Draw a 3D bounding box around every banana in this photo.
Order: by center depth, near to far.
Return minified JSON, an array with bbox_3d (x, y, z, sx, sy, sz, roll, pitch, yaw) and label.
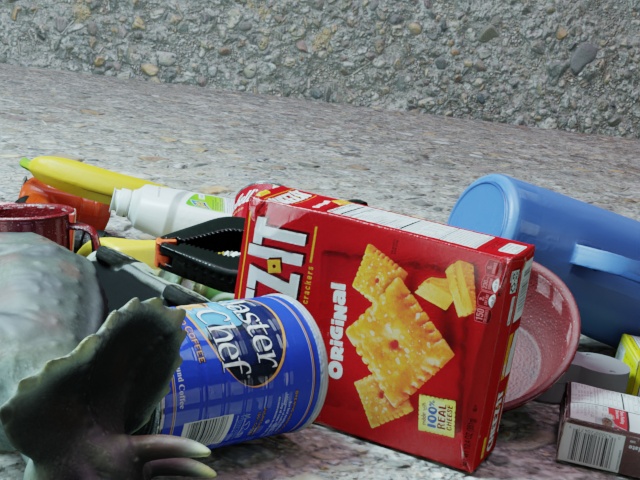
[{"bbox_3d":[-0.242,-0.064,1.207,0.197,0.037,0.069,16,16,-13],"label":"banana"}]

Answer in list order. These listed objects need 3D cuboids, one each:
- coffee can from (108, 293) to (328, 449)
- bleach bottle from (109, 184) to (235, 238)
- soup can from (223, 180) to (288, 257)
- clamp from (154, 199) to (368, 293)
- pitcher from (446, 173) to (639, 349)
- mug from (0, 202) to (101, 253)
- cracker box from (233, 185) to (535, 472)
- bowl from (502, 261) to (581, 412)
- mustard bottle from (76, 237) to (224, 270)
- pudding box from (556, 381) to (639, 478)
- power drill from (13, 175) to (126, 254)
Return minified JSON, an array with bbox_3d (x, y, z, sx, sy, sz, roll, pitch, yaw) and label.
[{"bbox_3d":[-0.080,0.094,0.739,0.140,0.103,0.103,-4,18,-41],"label":"coffee can"},{"bbox_3d":[-0.108,-0.018,1.188,0.250,0.068,0.102,14,13,-11],"label":"bleach bottle"},{"bbox_3d":[-0.057,0.001,1.031,0.068,0.068,0.102,8,47,-1],"label":"soup can"},{"bbox_3d":[-0.036,0.018,0.925,0.209,0.036,0.165,-3,35,-16],"label":"clamp"},{"bbox_3d":[0.248,0.022,1.028,0.242,0.149,0.145,19,42,-26],"label":"pitcher"},{"bbox_3d":[-0.261,0.012,0.984,0.117,0.081,0.093,-1,10,-4],"label":"mug"},{"bbox_3d":[0.039,0.062,0.811,0.214,0.164,0.072,14,13,22],"label":"cracker box"},{"bbox_3d":[0.137,0.088,0.895,0.162,0.055,0.162,-9,49,11],"label":"bowl"},{"bbox_3d":[-0.141,0.025,1.068,0.191,0.058,0.096,-2,-7,-39],"label":"mustard bottle"},{"bbox_3d":[0.244,0.151,0.834,0.113,0.039,0.090,13,14,11],"label":"pudding box"},{"bbox_3d":[-0.283,-0.018,1.170,0.184,0.057,0.187,14,12,-4],"label":"power drill"}]
